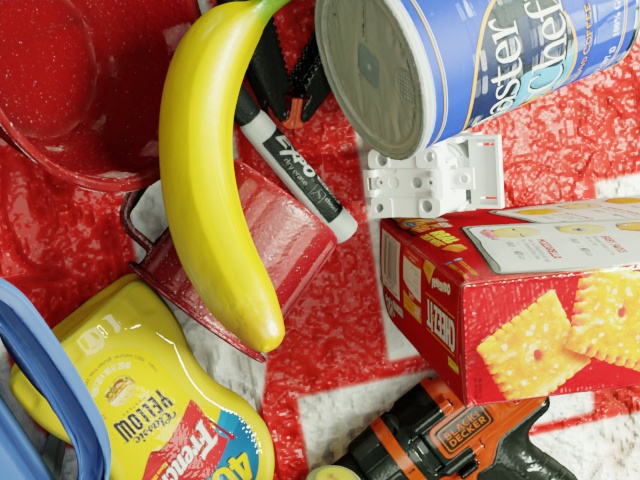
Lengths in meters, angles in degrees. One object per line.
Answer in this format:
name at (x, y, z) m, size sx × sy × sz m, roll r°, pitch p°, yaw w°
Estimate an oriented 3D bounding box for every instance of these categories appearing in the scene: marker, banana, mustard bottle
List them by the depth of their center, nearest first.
banana at (-0.050, -0.041, 0.533) m, size 0.070 × 0.037 × 0.198 m, roll -8°, pitch 72°, yaw 28°
marker at (-0.021, -0.046, 0.607) m, size 0.020 × 0.020 × 0.121 m, roll -41°, pitch 115°, yaw -2°
mustard bottle at (-0.083, 0.119, 0.616) m, size 0.096 × 0.058 × 0.191 m, roll -39°, pitch 105°, yaw -7°

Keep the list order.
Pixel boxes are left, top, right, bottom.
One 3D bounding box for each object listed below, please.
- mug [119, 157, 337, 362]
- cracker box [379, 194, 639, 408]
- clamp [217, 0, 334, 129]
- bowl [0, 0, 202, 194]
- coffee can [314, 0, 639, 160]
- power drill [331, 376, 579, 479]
mug at (-0.054, 0.001, 0.586) m, size 0.117 × 0.093 × 0.081 m, roll 37°, pitch 87°, yaw -8°
cracker box at (0.154, 0.025, 0.590) m, size 0.213 × 0.164 × 0.072 m, roll -5°, pitch 103°, yaw -10°
clamp at (-0.016, -0.168, 0.577) m, size 0.164 × 0.036 × 0.210 m, roll 8°, pitch 105°, yaw -26°
bowl at (-0.131, -0.100, 0.544) m, size 0.161 × 0.055 × 0.162 m, roll 13°, pitch 74°, yaw -52°
coffee can at (0.082, -0.115, 0.567) m, size 0.140 × 0.103 × 0.103 m, roll -25°, pitch 104°, yaw -20°
power drill at (0.100, 0.172, 0.661) m, size 0.184 × 0.057 × 0.187 m, roll -38°, pitch 106°, yaw 1°
